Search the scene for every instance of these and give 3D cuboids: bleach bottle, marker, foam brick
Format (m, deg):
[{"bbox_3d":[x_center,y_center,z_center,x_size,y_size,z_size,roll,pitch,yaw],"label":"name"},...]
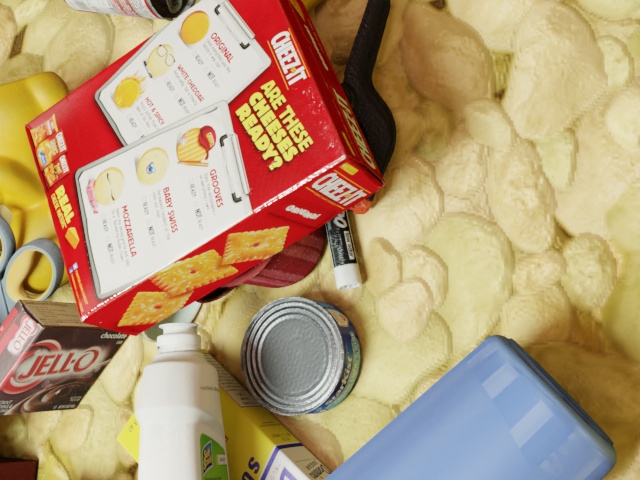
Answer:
[{"bbox_3d":[-0.091,0.183,0.732,0.068,0.102,0.251,-5,78,9],"label":"bleach bottle"},{"bbox_3d":[0.010,-0.024,0.791,0.020,0.020,0.121,-18,75,25],"label":"marker"},{"bbox_3d":[-0.286,0.209,0.902,0.078,0.052,0.051,-1,83,27],"label":"foam brick"}]

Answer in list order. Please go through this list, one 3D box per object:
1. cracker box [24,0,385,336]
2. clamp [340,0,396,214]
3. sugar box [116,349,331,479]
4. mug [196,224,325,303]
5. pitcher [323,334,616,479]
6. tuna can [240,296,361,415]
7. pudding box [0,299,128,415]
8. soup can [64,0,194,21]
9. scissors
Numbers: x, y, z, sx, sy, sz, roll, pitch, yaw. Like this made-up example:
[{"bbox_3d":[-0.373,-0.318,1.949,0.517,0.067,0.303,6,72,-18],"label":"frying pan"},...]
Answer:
[{"bbox_3d":[-0.084,-0.057,0.723,0.214,0.072,0.164,-31,64,18],"label":"cracker box"},{"bbox_3d":[-0.001,-0.102,0.781,0.120,0.039,0.171,-7,78,6],"label":"clamp"},{"bbox_3d":[-0.064,0.170,0.790,0.176,0.048,0.093,40,103,28],"label":"sugar box"},{"bbox_3d":[-0.055,0.001,0.788,0.093,0.081,0.117,43,103,26],"label":"mug"},{"bbox_3d":[0.070,0.184,0.668,0.243,0.149,0.145,-45,59,6],"label":"pitcher"},{"bbox_3d":[-0.014,0.085,0.781,0.086,0.033,0.086,-4,81,28],"label":"tuna can"},{"bbox_3d":[-0.216,0.093,0.844,0.039,0.113,0.090,44,104,22],"label":"pudding box"},{"bbox_3d":[-0.161,-0.220,0.885,0.102,0.068,0.068,12,89,30],"label":"soup can"},{"bbox_3d":[-0.278,0.047,0.887,0.096,0.016,0.202,46,128,-5],"label":"scissors"}]
